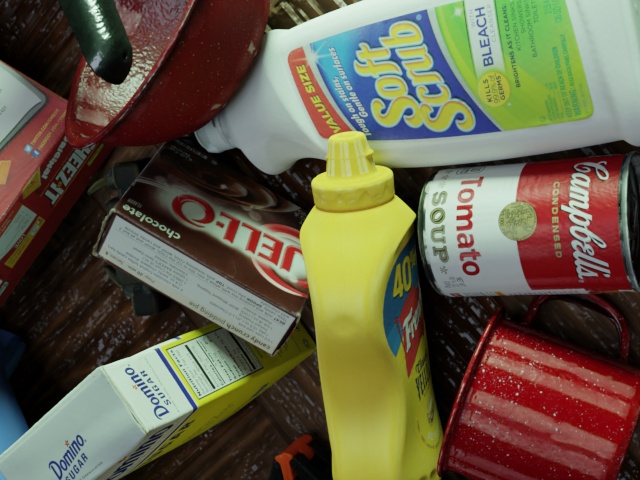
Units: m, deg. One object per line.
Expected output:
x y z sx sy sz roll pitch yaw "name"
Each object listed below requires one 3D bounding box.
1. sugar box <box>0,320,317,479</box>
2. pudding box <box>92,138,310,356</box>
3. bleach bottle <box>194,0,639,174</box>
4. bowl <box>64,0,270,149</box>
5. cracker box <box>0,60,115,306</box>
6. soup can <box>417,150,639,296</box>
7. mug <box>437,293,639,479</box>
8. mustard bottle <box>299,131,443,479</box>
-0.081 0.087 0.581 0.093 0.176 0.048 -41 82 27 "sugar box"
-0.054 0.001 0.580 0.113 0.090 0.039 28 123 -3 "pudding box"
0.044 -0.076 0.551 0.251 0.068 0.102 -11 97 30 "bleach bottle"
-0.075 -0.111 0.576 0.055 0.162 0.162 27 119 -27 "bowl"
-0.262 -0.054 0.667 0.214 0.072 0.164 31 82 18 "cracker box"
0.108 -0.006 0.530 0.102 0.068 0.068 -3 99 27 "soup can"
0.118 0.080 0.539 0.081 0.093 0.117 20 75 16 "mug"
0.026 0.039 0.550 0.058 0.096 0.191 -3 108 19 "mustard bottle"
